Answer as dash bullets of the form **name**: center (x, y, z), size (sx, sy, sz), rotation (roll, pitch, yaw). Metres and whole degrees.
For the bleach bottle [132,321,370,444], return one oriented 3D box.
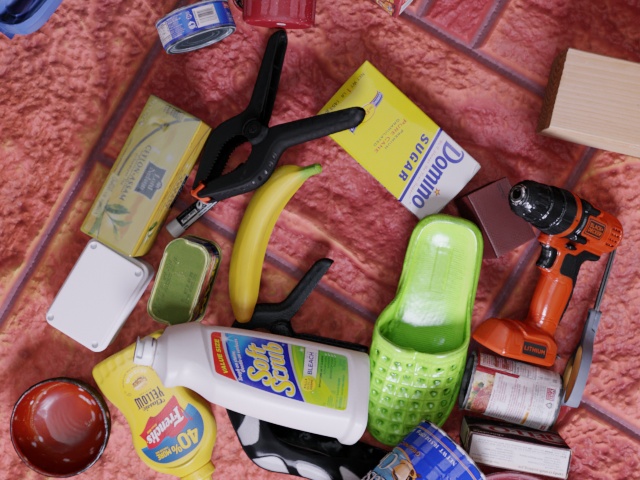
- **bleach bottle**: center (-0.075, 0.147, 1.141), size (0.250, 0.068, 0.102), rotation (12, 57, -11)

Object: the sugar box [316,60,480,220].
- **sugar box**: center (0.086, -0.109, 1.200), size (0.176, 0.048, 0.093), rotation (42, 93, 3)

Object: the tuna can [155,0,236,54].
- **tuna can**: center (-0.138, -0.238, 1.189), size (0.086, 0.086, 0.034), rotation (-19, 91, 3)

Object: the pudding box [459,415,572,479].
- **pudding box**: center (0.213, 0.227, 1.177), size (0.113, 0.090, 0.039), rotation (8, 91, 3)

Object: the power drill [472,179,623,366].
- **power drill**: center (0.236, 0.036, 1.148), size (0.184, 0.057, 0.188), rotation (18, 100, -40)

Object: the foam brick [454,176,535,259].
- **foam brick**: center (0.194, -0.024, 1.190), size (0.053, 0.051, 0.078), rotation (-25, 89, -11)

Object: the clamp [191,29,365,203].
- **clamp**: center (-0.069, -0.128, 1.193), size (0.210, 0.036, 0.165), rotation (-39, 59, 10)

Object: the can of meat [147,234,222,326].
- **can of meat**: center (-0.152, 0.045, 1.194), size (0.057, 0.084, 0.102), rotation (17, 91, 2)

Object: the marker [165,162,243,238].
- **marker**: center (-0.126, -0.048, 1.224), size (0.121, 0.020, 0.020), rotation (-40, 89, 3)

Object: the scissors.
- **scissors**: center (0.299, 0.102, 1.200), size (0.016, 0.096, 0.201), rotation (19, 61, 5)

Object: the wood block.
- **wood block**: center (0.353, -0.140, 1.166), size (0.206, 0.090, 0.091), rotation (13, 91, 2)

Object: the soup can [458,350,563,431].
- **soup can**: center (0.211, 0.168, 1.187), size (0.102, 0.068, 0.068), rotation (14, 91, 2)

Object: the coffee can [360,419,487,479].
- **coffee can**: center (0.094, 0.273, 1.125), size (0.140, 0.103, 0.103), rotation (-41, 89, -13)

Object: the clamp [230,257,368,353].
- **clamp**: center (-0.033, 0.109, 1.213), size (0.171, 0.039, 0.120), rotation (-30, 85, 8)

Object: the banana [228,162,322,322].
- **banana**: center (-0.066, -0.007, 1.202), size (0.037, 0.070, 0.198), rotation (22, 93, -36)

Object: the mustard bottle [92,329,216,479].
- **mustard bottle**: center (-0.173, 0.204, 1.211), size (0.096, 0.058, 0.191), rotation (-30, 90, 3)

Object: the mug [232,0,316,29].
- **mug**: center (-0.054, -0.281, 1.190), size (0.117, 0.093, 0.081), rotation (8, 97, 33)
